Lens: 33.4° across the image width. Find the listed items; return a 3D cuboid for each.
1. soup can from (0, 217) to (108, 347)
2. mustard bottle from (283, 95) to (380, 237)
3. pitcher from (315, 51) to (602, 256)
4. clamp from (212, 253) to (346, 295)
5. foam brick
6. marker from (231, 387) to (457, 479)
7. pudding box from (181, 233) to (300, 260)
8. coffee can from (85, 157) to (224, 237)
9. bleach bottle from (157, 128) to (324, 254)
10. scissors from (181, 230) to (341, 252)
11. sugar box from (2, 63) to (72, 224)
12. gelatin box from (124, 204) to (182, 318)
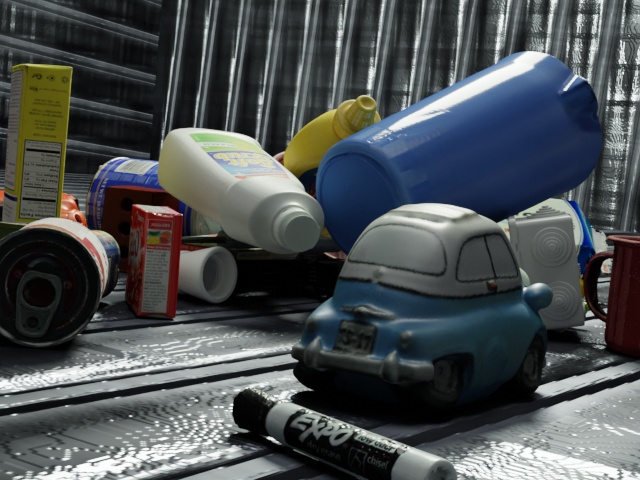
[{"bbox_3d":[-0.164,0.022,0.644,0.068,0.068,0.102,4,4,-9],"label":"soup can"},{"bbox_3d":[0.012,-0.065,0.964,0.096,0.058,0.192,-1,-31,-20],"label":"mustard bottle"},{"bbox_3d":[0.109,-0.061,0.899,0.242,0.149,0.145,-26,43,-37],"label":"pitcher"},{"bbox_3d":[0.000,0.030,0.913,0.120,0.039,0.171,9,6,28],"label":"clamp"},{"bbox_3d":[-0.169,-0.011,0.995,0.053,0.078,0.051,7,3,23],"label":"foam brick"},{"bbox_3d":[0.003,0.079,0.419,0.020,0.020,0.121,1,6,-40],"label":"marker"},{"bbox_3d":[-0.083,0.019,0.973,0.090,0.039,0.113,9,8,31],"label":"pudding box"},{"bbox_3d":[-0.151,-0.028,1.079,0.140,0.103,0.102,7,5,30],"label":"coffee can"},{"bbox_3d":[-0.056,-0.038,0.884,0.102,0.068,0.251,6,13,-26],"label":"bleach bottle"},{"bbox_3d":[-0.056,0.001,0.887,0.096,0.016,0.201,6,4,30],"label":"scissors"},{"bbox_3d":[-0.246,-0.061,0.917,0.048,0.176,0.093,1,6,-22],"label":"sugar box"},{"bbox_3d":[-0.122,0.013,0.770,0.030,0.073,0.089,4,5,-16],"label":"gelatin box"}]
